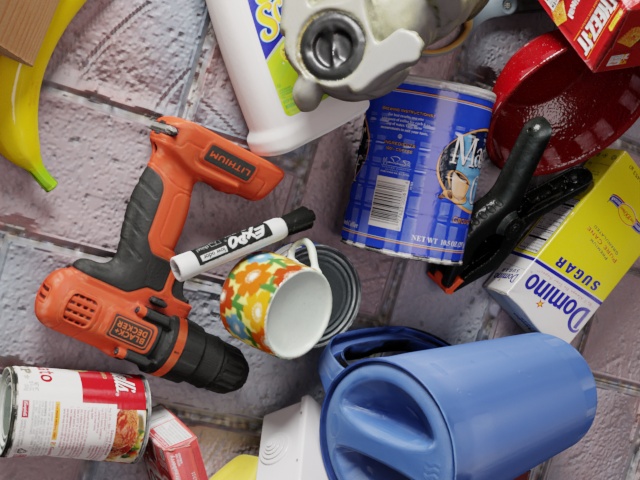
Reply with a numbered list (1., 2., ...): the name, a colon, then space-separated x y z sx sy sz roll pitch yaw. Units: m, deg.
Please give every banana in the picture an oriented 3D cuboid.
1. banana: -0.196 -0.138 0.763 0.069 0.037 0.198 17 93 -44

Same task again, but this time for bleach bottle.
1. bleach bottle: -0.051 -0.197 0.805 0.102 0.068 0.251 -30 108 -24

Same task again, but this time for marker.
1. marker: -0.055 0.001 0.800 0.120 0.020 0.020 -23 108 -27

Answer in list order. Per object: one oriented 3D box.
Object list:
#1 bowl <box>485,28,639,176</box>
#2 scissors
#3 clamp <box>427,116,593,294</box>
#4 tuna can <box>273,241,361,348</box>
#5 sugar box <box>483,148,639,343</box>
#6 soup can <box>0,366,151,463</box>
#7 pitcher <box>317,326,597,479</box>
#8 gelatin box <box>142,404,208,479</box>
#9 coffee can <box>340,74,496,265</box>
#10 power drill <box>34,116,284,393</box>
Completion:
1. bowl: 0.205 -0.129 0.916 0.162 0.055 0.162 -16 145 -12
2. scissors: 0.148 -0.219 0.921 0.201 0.016 0.096 -25 108 -20
3. clamp: 0.167 -0.022 0.934 0.120 0.039 0.172 23 112 -43
4. tuna can: -0.011 0.043 0.880 0.086 0.034 0.086 -4 100 -25
5. sugar box: 0.240 0.008 0.986 0.093 0.048 0.176 44 78 -25
6. soup can: -0.185 0.130 0.793 0.102 0.069 0.068 8 95 -26
7. pitcher: 0.118 0.137 0.882 0.242 0.145 0.149 -7 89 -47
8. gelatin box: -0.113 0.176 0.822 0.030 0.089 0.073 -18 106 -22
9. coffee can: 0.079 -0.058 0.867 0.102 0.103 0.140 8 95 -26
10. power drill: -0.101 0.014 0.819 0.184 0.057 0.187 28 85 -33
